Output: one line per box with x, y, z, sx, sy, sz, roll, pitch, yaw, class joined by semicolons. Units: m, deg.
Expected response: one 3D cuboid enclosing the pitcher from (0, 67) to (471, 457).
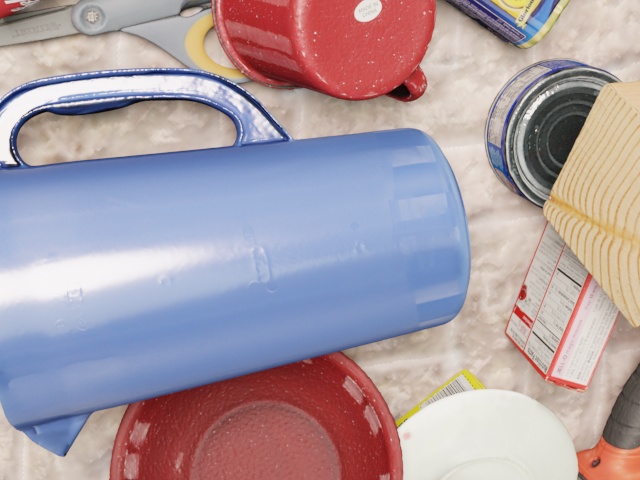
-0.054;0.001;0.551;0.242;0.145;0.149;-10;138;-11;pitcher

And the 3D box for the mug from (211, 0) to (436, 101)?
0.011;-0.109;0.540;0.093;0.082;0.117;-51;123;-6;mug

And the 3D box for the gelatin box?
0.145;0.033;0.619;0.030;0.073;0.089;15;103;-14;gelatin box

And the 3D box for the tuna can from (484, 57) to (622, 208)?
0.140;-0.060;0.612;0.086;0.034;0.086;-3;107;-9;tuna can

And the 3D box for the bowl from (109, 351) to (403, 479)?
-0.034;0.132;0.604;0.162;0.055;0.162;-1;74;4;bowl

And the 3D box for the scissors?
-0.105;-0.104;0.565;0.201;0.016;0.096;-26;109;-1;scissors
